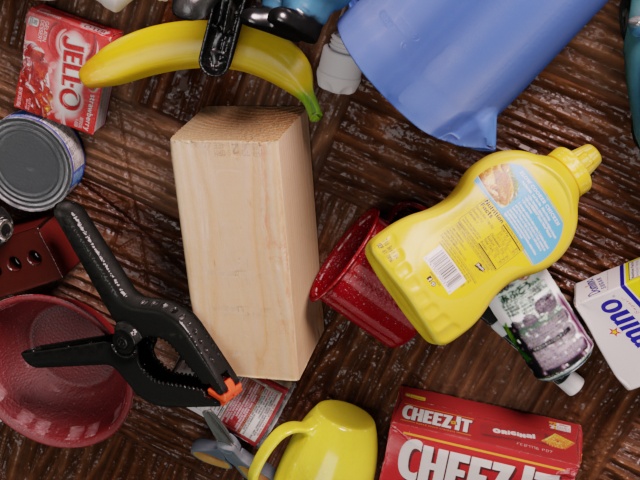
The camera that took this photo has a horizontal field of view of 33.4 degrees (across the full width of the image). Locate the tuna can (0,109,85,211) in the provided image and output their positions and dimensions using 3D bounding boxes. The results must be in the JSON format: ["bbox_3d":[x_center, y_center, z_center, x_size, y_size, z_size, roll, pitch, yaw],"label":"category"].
[{"bbox_3d":[-0.248,-0.071,0.922,0.086,0.033,0.086,5,115,11],"label":"tuna can"}]

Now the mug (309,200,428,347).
[{"bbox_3d":[0.057,0.024,0.869,0.081,0.093,0.117,36,81,-9],"label":"mug"}]

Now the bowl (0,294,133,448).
[{"bbox_3d":[-0.240,0.111,0.991,0.162,0.055,0.162,5,115,11],"label":"bowl"}]

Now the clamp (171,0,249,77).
[{"bbox_3d":[-0.059,-0.207,0.758,0.039,0.120,0.171,19,89,2],"label":"clamp"}]

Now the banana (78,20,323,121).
[{"bbox_3d":[-0.090,-0.141,0.835,0.198,0.069,0.037,9,156,8],"label":"banana"}]

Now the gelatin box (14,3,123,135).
[{"bbox_3d":[-0.209,-0.141,0.882,0.073,0.030,0.089,20,118,4],"label":"gelatin box"}]

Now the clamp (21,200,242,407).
[{"bbox_3d":[-0.161,0.085,0.890,0.210,0.036,0.165,34,120,14],"label":"clamp"}]

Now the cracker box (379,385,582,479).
[{"bbox_3d":[0.130,0.252,0.957,0.164,0.072,0.214,11,116,8],"label":"cracker box"}]

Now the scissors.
[{"bbox_3d":[-0.097,0.179,0.952,0.096,0.016,0.201,10,154,28],"label":"scissors"}]

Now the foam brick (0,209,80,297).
[{"bbox_3d":[-0.262,0.011,0.953,0.078,0.051,0.053,-17,109,20],"label":"foam brick"}]

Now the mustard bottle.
[{"bbox_3d":[0.135,-0.012,0.807,0.191,0.058,0.096,-36,91,-8],"label":"mustard bottle"}]

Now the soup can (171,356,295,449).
[{"bbox_3d":[-0.082,0.132,0.956,0.102,0.068,0.069,30,118,-1],"label":"soup can"}]

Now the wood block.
[{"bbox_3d":[-0.056,0.001,0.876,0.090,0.090,0.206,2,115,14],"label":"wood block"}]

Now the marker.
[{"bbox_3d":[0.172,0.086,0.899,0.121,0.020,0.020,40,117,-6],"label":"marker"}]

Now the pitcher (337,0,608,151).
[{"bbox_3d":[0.130,-0.194,0.729,0.149,0.145,0.243,37,114,-18],"label":"pitcher"}]
